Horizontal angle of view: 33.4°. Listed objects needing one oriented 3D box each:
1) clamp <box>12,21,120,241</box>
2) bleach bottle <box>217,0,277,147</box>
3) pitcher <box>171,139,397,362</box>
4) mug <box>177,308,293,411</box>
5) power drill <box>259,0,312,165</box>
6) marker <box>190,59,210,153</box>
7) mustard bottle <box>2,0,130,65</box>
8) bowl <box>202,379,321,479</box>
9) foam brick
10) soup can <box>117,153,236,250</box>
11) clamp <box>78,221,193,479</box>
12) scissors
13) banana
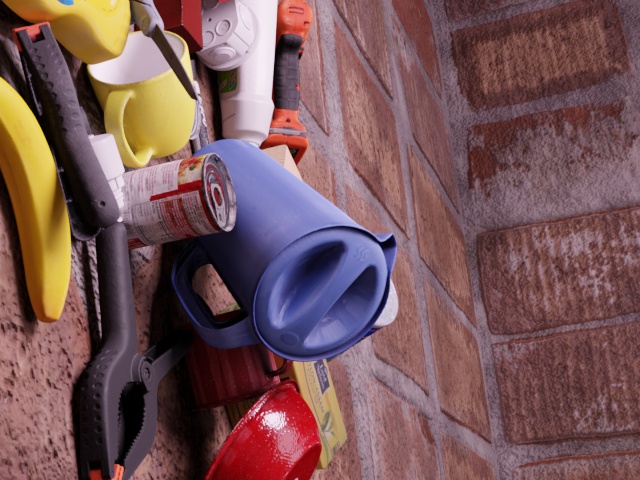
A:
[{"bbox_3d":[-0.188,-0.079,0.792,0.120,0.039,0.171,2,-68,62],"label":"clamp"},{"bbox_3d":[-0.089,-0.208,1.244,0.103,0.068,0.251,151,-59,-63],"label":"bleach bottle"},{"bbox_3d":[-0.056,0.001,0.987,0.149,0.145,0.243,13,19,-34],"label":"pitcher"},{"bbox_3d":[-0.077,0.107,1.002,0.093,0.117,0.081,-10,84,-58],"label":"mug"},{"bbox_3d":[-0.051,-0.183,1.327,0.185,0.057,0.187,124,-32,-70],"label":"power drill"},{"bbox_3d":[-0.134,-0.137,1.139,0.020,0.020,0.121,-7,87,-75],"label":"marker"},{"bbox_3d":[-0.215,-0.211,0.824,0.191,0.058,0.096,32,48,-69],"label":"mustard bottle"},{"bbox_3d":[-0.046,0.210,0.980,0.162,0.055,0.162,-50,159,-28],"label":"bowl"},{"bbox_3d":[-0.152,-0.229,1.073,0.051,0.053,0.078,48,35,-62],"label":"foam brick"},{"bbox_3d":[-0.132,-0.032,0.916,0.068,0.102,0.068,-11,90,-74],"label":"soup can"},{"bbox_3d":[-0.152,0.111,0.868,0.164,0.036,0.210,59,27,-50],"label":"clamp"},{"bbox_3d":[-0.155,-0.177,0.910,0.016,0.096,0.202,1,60,-41],"label":"scissors"},{"bbox_3d":[-0.214,-0.040,0.758,0.069,0.037,0.198,-47,125,-53],"label":"banana"}]
